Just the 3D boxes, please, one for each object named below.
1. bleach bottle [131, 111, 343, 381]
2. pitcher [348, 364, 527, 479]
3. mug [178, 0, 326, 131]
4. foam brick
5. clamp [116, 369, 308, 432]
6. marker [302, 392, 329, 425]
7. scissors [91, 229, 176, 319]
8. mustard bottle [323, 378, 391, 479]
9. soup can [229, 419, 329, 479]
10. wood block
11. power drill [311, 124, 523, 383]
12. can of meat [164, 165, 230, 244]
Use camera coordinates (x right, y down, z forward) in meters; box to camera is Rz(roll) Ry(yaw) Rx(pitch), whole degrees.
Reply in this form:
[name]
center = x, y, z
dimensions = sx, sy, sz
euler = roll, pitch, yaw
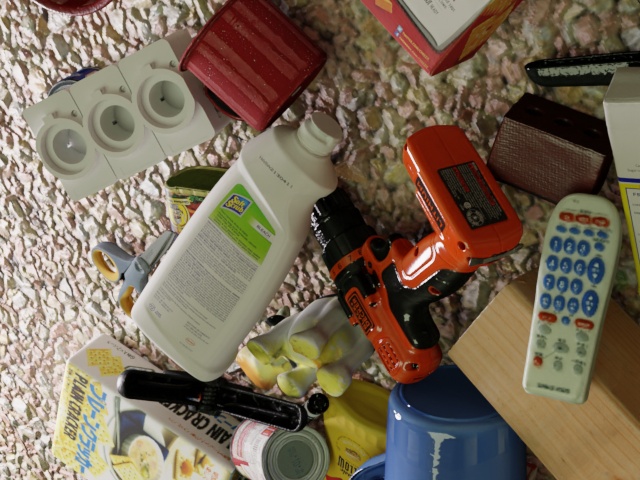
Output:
[bleach bottle]
center = -0.056, 0.001, 0.865
dimensions = 0.102, 0.068, 0.251
euler = 40, 122, 1
[pitcher]
center = 0.101, 0.229, 0.886
dimensions = 0.149, 0.145, 0.243
euler = -7, 112, -13
[mug]
center = -0.055, -0.134, 0.837
dimensions = 0.081, 0.093, 0.117
euler = 42, 139, -2
[foam brick]
center = 0.165, -0.063, 0.756
dimensions = 0.078, 0.052, 0.051
euler = 24, 128, 18
[clamp]
center = -0.094, 0.145, 0.990
dimensions = 0.164, 0.210, 0.036
euler = 13, 84, -1
[marker]
center = -0.009, 0.156, 0.982
dimensions = 0.020, 0.020, 0.121
euler = 42, 164, 5
[scissors]
center = -0.182, 0.012, 1.019
dimensions = 0.096, 0.016, 0.202
euler = 46, 148, 14
[mustard bottle]
center = 0.041, 0.227, 1.006
dimensions = 0.096, 0.058, 0.192
euler = 28, 130, 29
[soup can]
center = -0.040, 0.202, 1.011
dimensions = 0.068, 0.068, 0.102
euler = 57, 161, -8
[wood block]
center = 0.206, 0.120, 0.780
dimensions = 0.206, 0.090, 0.090
euler = 49, 133, 19
[power drill]
center = 0.063, -0.004, 0.813
dimensions = 0.184, 0.057, 0.188
euler = 60, 147, 19
[can of meat]
center = -0.086, -0.016, 0.947
dimensions = 0.102, 0.057, 0.084
euler = 9, 119, 29
